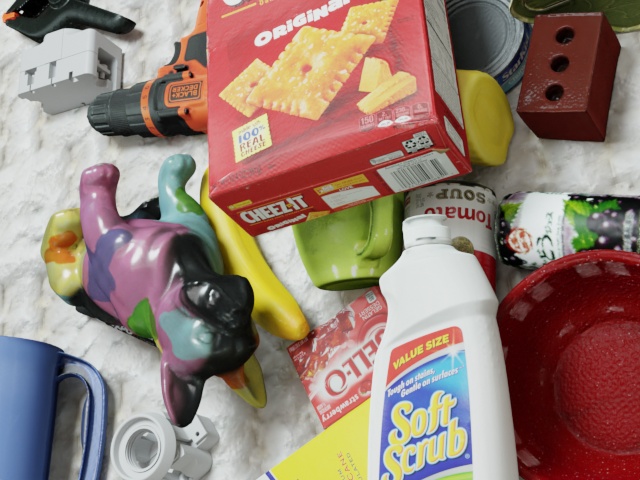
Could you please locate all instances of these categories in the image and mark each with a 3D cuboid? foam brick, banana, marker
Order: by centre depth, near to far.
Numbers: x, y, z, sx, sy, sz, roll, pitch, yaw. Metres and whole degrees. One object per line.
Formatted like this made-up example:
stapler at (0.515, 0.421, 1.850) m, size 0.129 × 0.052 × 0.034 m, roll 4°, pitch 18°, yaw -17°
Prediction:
foam brick at (0.179, -0.116, 0.766) m, size 0.053 × 0.051 × 0.078 m, roll 5°, pitch 75°, yaw 31°
banana at (-0.061, 0.008, 0.854) m, size 0.037 × 0.070 × 0.198 m, roll -13°, pitch 60°, yaw -22°
marker at (-0.167, 0.070, 0.916) m, size 0.121 × 0.020 × 0.020 m, roll 18°, pitch 82°, yaw 33°

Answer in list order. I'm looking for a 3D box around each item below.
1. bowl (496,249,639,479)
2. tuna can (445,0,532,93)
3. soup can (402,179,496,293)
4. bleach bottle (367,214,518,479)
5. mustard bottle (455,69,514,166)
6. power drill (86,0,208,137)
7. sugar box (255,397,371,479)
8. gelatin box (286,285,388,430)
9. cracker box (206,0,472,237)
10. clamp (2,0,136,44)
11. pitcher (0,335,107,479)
bowl at (0.184, 0.090, 0.684) m, size 0.162 × 0.055 × 0.162 m, roll -10°, pitch 69°, yaw 29°
tuna can at (0.120, -0.150, 0.822) m, size 0.086 × 0.033 × 0.086 m, roll -10°, pitch 68°, yaw 26°
soup can at (0.092, 0.016, 0.758) m, size 0.069 × 0.068 × 0.102 m, roll -6°, pitch 71°, yaw 28°
bleach bottle at (0.070, 0.110, 0.677) m, size 0.103 × 0.068 × 0.251 m, roll -11°, pitch 77°, yaw 30°
mustard bottle at (0.043, -0.099, 0.810) m, size 0.192 × 0.096 × 0.058 m, roll 10°, pitch 77°, yaw 32°
power drill at (-0.122, -0.183, 0.960) m, size 0.185 × 0.057 × 0.187 m, roll -3°, pitch 74°, yaw 25°
sugar box at (0.024, 0.178, 0.752) m, size 0.176 × 0.048 × 0.093 m, roll -37°, pitch 60°, yaw 12°
gelatin box at (0.028, 0.088, 0.792) m, size 0.089 × 0.030 × 0.073 m, roll -36°, pitch 59°, yaw 14°
cracker box at (0.005, -0.126, 0.738) m, size 0.164 × 0.072 × 0.213 m, roll -16°, pitch 58°, yaw 21°
clamp at (-0.244, -0.232, 1.057) m, size 0.172 × 0.039 × 0.120 m, roll -24°, pitch 58°, yaw 28°
pitcher at (-0.274, 0.201, 0.875) m, size 0.149 × 0.144 × 0.243 m, roll -14°, pitch 70°, yaw 38°
